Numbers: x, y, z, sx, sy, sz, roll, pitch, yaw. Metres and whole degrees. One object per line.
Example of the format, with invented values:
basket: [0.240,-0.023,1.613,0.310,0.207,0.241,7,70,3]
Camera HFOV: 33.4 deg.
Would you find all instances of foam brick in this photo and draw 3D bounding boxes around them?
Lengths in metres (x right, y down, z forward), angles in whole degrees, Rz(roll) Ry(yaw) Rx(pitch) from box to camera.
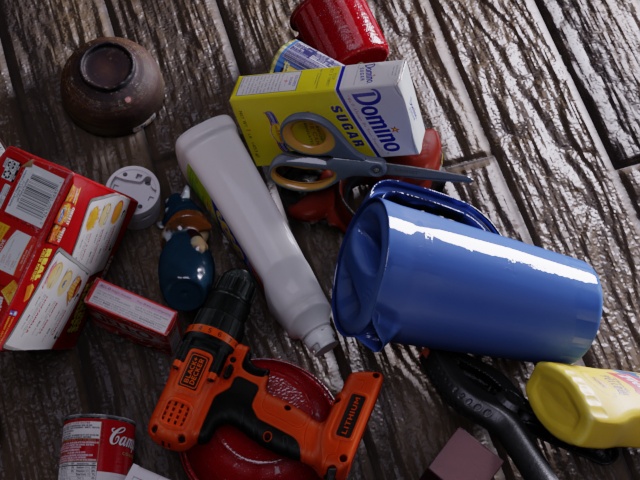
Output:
foam brick: [0.130,0.217,1.000,0.053,0.078,0.051,38,71,12]

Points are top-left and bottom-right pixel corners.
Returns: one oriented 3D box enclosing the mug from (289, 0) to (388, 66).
mug: [0.014,-0.218,1.176,0.117,0.093,0.081,-29,75,14]

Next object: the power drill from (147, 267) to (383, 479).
power drill: [-0.042,0.127,0.972,0.188,0.057,0.184,18,65,9]

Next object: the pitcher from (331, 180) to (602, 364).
pitcher: [0.141,0.039,1.027,0.242,0.145,0.149,13,97,-18]

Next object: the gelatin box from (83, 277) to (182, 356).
gelatin box: [-0.182,0.076,1.041,0.089,0.073,0.030,22,68,5]

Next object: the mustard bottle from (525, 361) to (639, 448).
mustard bottle: [0.295,0.161,1.020,0.191,0.058,0.096,9,22,-30]

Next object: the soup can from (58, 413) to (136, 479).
soup can: [-0.208,0.217,0.984,0.068,0.068,0.102,3,67,-3]

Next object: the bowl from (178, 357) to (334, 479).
bowl: [-0.055,0.175,1.008,0.162,0.055,0.162,2,61,-4]

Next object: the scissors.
scissors: [0.045,-0.088,1.045,0.202,0.096,0.016,-4,37,9]

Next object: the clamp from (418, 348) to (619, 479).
clamp: [0.185,0.166,1.024,0.210,0.164,0.036,42,115,30]

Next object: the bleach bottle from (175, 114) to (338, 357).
bleach bottle: [-0.057,0.001,1.065,0.068,0.102,0.251,-28,71,-12]

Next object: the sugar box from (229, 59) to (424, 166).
sugar box: [0.008,-0.124,1.062,0.176,0.093,0.048,-1,47,22]

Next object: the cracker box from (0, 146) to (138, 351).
cracker box: [-0.253,0.014,0.966,0.072,0.213,0.164,24,88,6]

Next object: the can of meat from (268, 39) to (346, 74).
can of meat: [-0.013,-0.152,1.134,0.084,0.102,0.057,30,39,12]
